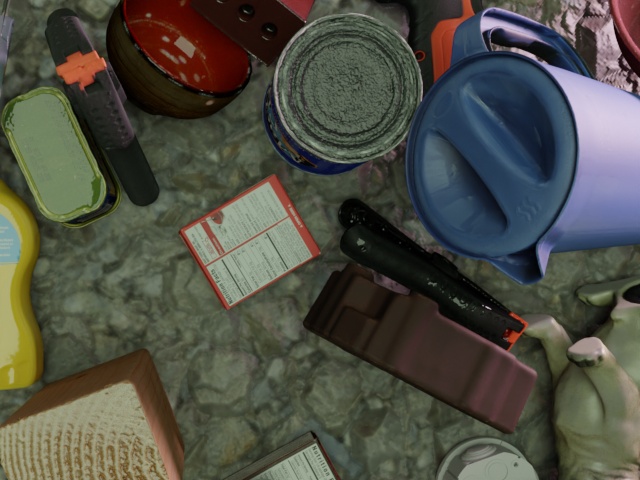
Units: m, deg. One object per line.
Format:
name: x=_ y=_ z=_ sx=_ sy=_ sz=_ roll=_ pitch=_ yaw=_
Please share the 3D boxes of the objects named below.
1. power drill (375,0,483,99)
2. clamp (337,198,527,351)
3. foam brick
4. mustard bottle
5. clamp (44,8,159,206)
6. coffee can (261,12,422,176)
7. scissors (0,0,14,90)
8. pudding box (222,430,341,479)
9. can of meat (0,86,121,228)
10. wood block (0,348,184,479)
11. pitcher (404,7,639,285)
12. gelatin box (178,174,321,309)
power drill: x=0.125 y=-0.168 z=0.843 sx=0.184 sy=0.057 sz=0.187 roll=-11 pitch=89 yaw=-5
clamp: x=0.080 y=0.028 z=0.798 sx=0.171 sy=0.120 sz=0.039 roll=33 pitch=106 yaw=2
foam brick: x=-0.050 y=-0.183 z=0.810 sx=0.078 sy=0.051 sz=0.053 roll=36 pitch=128 yaw=-13
mustard bottle: x=-0.260 y=0.015 z=0.801 sx=0.096 sy=0.058 sz=0.191 roll=-1 pitch=91 yaw=0
clamp: x=-0.153 y=-0.095 z=0.745 sx=0.036 sy=0.210 sz=0.164 roll=-27 pitch=100 yaw=-7
coffee can: x=0.011 y=-0.103 z=0.787 sx=0.102 sy=0.140 sz=0.103 roll=0 pitch=90 yaw=-6
scissors: x=-0.240 y=-0.137 z=0.792 sx=0.016 sy=0.202 sz=0.096 roll=11 pitch=133 yaw=-19
pudding box: x=-0.032 y=0.216 z=0.836 sx=0.113 sy=0.039 sz=0.090 roll=-28 pitch=92 yaw=-7
can of meat: x=-0.193 y=-0.061 z=0.795 sx=0.057 sy=0.084 sz=0.102 roll=-25 pitch=93 yaw=-5
wood block: x=-0.151 y=0.139 z=0.738 sx=0.090 sy=0.206 sz=0.090 roll=-20 pitch=92 yaw=-6
pitcher: x=0.181 y=-0.063 z=0.757 sx=0.242 sy=0.145 sz=0.149 roll=0 pitch=117 yaw=-46
gelatin box: x=-0.056 y=0.001 z=0.837 sx=0.089 sy=0.030 sz=0.073 roll=-31 pitch=94 yaw=-5
